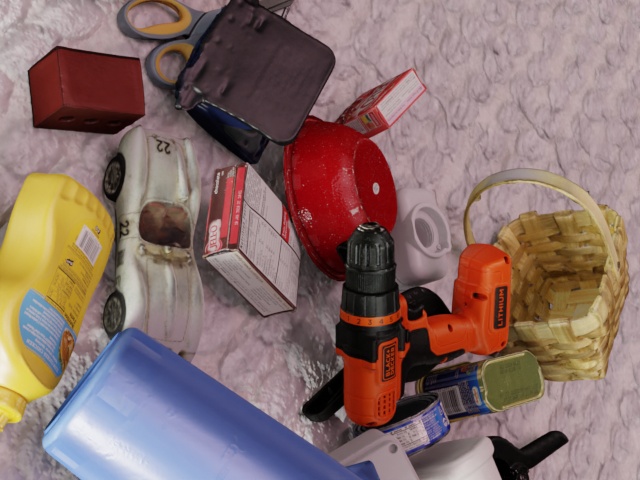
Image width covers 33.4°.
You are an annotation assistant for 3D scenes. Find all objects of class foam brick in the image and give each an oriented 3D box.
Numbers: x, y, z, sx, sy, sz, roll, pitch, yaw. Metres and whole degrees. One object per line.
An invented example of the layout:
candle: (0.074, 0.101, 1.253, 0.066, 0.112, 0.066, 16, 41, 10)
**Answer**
foam brick: (-0.188, -0.119, 0.861, 0.078, 0.053, 0.051, 0, 74, -42)

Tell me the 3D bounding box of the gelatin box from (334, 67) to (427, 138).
gelatin box: (0.056, -0.133, 1.079, 0.030, 0.073, 0.089, 54, 47, -14)

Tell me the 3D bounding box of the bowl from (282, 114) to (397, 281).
bowl: (0.028, -0.045, 0.999, 0.162, 0.055, 0.162, 35, 48, -53)

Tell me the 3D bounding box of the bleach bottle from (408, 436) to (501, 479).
bleach bottle: (0.160, 0.310, 0.988, 0.067, 0.103, 0.251, -26, 92, -40)

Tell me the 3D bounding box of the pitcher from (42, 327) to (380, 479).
pitcher: (-0.081, 0.182, 0.772, 0.242, 0.145, 0.149, 38, 15, -7)

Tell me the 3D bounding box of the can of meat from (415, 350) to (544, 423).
can of meat: (0.161, 0.146, 1.065, 0.101, 0.084, 0.057, -7, 79, -44)

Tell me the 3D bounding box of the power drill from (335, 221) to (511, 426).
power drill: (0.092, 0.058, 0.959, 0.187, 0.057, 0.184, -15, 115, -38)

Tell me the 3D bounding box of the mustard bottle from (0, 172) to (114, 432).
mustard bottle: (-0.207, 0.053, 0.763, 0.096, 0.058, 0.191, 69, 30, -55)

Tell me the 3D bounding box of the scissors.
scissors: (-0.095, -0.187, 0.990, 0.201, 0.016, 0.096, -6, 83, -39)

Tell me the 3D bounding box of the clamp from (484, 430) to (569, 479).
clamp: (0.200, 0.254, 1.094, 0.171, 0.039, 0.120, 7, 65, -35)

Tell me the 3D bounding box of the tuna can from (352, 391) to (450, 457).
tuna can: (0.074, 0.171, 0.974, 0.085, 0.086, 0.034, -25, 94, -45)

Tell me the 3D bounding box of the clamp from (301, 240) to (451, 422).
clamp: (0.064, 0.098, 1.009, 0.209, 0.036, 0.164, 18, 89, -49)

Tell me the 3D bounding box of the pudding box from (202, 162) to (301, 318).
pudding box: (-0.056, 0.001, 0.917, 0.113, 0.039, 0.090, 49, 38, -47)
